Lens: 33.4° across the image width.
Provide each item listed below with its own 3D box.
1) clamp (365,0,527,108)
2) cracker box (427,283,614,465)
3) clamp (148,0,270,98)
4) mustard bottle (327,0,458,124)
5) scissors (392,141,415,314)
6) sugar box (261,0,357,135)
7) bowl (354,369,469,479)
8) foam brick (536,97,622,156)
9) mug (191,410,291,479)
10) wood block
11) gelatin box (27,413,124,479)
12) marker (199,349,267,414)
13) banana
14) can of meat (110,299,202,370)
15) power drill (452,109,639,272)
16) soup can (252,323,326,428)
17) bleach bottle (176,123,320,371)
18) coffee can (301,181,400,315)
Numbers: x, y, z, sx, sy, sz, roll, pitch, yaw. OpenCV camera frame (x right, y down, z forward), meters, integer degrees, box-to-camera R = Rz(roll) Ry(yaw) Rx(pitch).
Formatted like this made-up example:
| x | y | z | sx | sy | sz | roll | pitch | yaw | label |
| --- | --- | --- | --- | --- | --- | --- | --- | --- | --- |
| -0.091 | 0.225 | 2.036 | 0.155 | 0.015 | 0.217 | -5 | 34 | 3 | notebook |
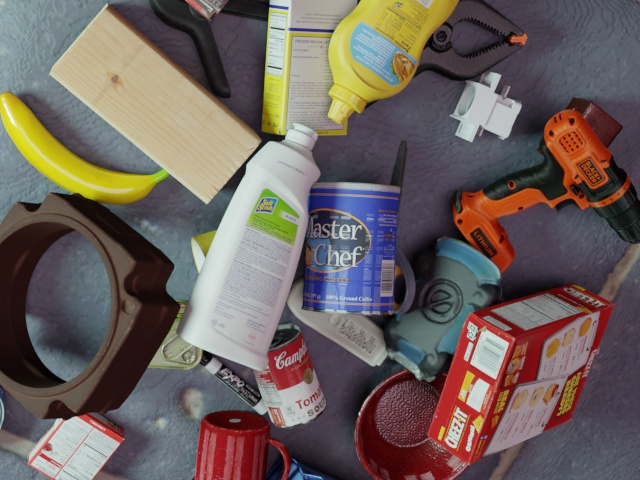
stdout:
| x | y | z | sx | sy | sz | roll | pitch | yaw | label |
| --- | --- | --- | --- | --- | --- | --- | --- | --- | --- |
| 0.124 | -0.236 | 1.183 | 0.210 | 0.036 | 0.164 | -7 | 102 | -9 | clamp |
| 0.229 | 0.146 | 1.215 | 0.213 | 0.072 | 0.164 | -10 | 123 | -46 | cracker box |
| -0.127 | -0.235 | 1.128 | 0.171 | 0.039 | 0.120 | 32 | 76 | -14 | clamp |
| 0.064 | -0.208 | 1.124 | 0.096 | 0.058 | 0.191 | 31 | 89 | -25 | mustard bottle |
| 0.091 | -0.004 | 1.211 | 0.016 | 0.096 | 0.202 | 8 | 106 | -39 | scissors |
| -0.011 | -0.202 | 1.145 | 0.093 | 0.048 | 0.176 | -5 | 104 | -37 | sugar box |
| 0.114 | 0.218 | 1.283 | 0.162 | 0.055 | 0.162 | -3 | 104 | -11 | bowl |
| 0.300 | -0.118 | 1.239 | 0.051 | 0.053 | 0.078 | 33 | 94 | -17 | foam brick |
| -0.090 | 0.248 | 1.226 | 0.117 | 0.093 | 0.081 | 9 | 98 | 19 | mug |
| -0.171 | -0.144 | 1.119 | 0.206 | 0.090 | 0.091 | 41 | 94 | -18 | wood block |
| -0.280 | 0.237 | 1.222 | 0.073 | 0.030 | 0.089 | 37 | 94 | -19 | gelatin box |
| -0.107 | 0.160 | 1.243 | 0.121 | 0.020 | 0.020 | 42 | 92 | -17 | marker |
| -0.262 | -0.087 | 1.144 | 0.197 | 0.037 | 0.069 | 25 | 83 | -17 | banana |
| -0.183 | 0.100 | 1.179 | 0.102 | 0.084 | 0.057 | 5 | 102 | -12 | can of meat |
| 0.260 | -0.036 | 1.216 | 0.188 | 0.057 | 0.184 | -32 | 109 | 21 | power drill |
| -0.040 | 0.156 | 1.230 | 0.068 | 0.068 | 0.102 | -20 | 106 | -6 | soup can |
| -0.057 | 0.001 | 1.110 | 0.102 | 0.068 | 0.251 | 25 | 85 | -28 | bleach bottle |
| 0.033 | 0.008 | 1.176 | 0.102 | 0.103 | 0.140 | 3 | 91 | -12 | coffee can |
